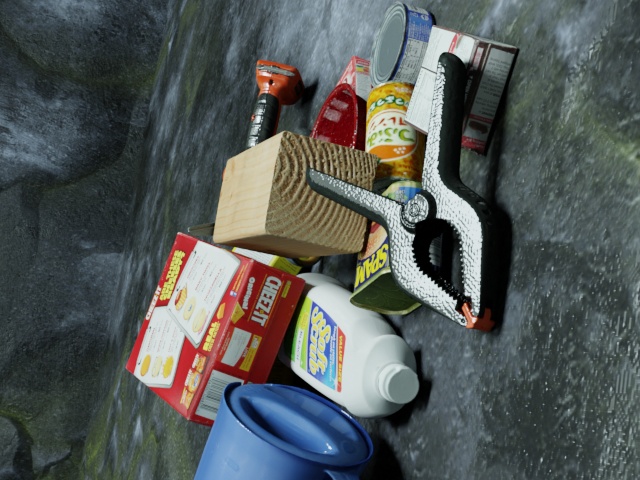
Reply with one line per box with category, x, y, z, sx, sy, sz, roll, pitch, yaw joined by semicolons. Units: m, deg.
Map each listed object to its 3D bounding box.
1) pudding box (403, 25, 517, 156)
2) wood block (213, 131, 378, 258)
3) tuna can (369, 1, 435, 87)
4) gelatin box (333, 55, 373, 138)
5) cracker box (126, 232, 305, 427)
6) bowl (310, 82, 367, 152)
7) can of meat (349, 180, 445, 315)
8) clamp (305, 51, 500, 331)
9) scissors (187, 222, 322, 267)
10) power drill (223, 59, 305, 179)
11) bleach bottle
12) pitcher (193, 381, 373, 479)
pudding box;0.113;-0.127;0.883;0.113;0.039;0.090;-126;50;-70
wood block;-0.030;-0.036;0.998;0.206;0.090;0.090;172;109;-72
tuna can;0.079;-0.186;1.039;0.086;0.033;0.086;-168;90;-73
gelatin box;0.032;-0.145;1.171;0.089;0.030;0.073;124;153;-51
cracker box;-0.113;0.089;1.097;0.214;0.072;0.164;16;84;63
bowl;0.030;-0.076;1.087;0.162;0.055;0.162;-168;90;-73
can of meat;0.068;0.007;0.907;0.102;0.057;0.084;135;145;-62
clamp;0.072;-0.019;0.819;0.165;0.036;0.210;-32;62;31
scissors;-0.057;0.001;1.143;0.016;0.201;0.096;17;120;43
power drill;-0.070;-0.127;1.395;0.184;0.057;0.187;65;-141;-79
bleach bottle;0.029;0.096;0.966;0.251;0.068;0.102;-163;85;-71
pitcher;-0.054;0.252;0.887;0.149;0.145;0.243;-60;-8;-76
